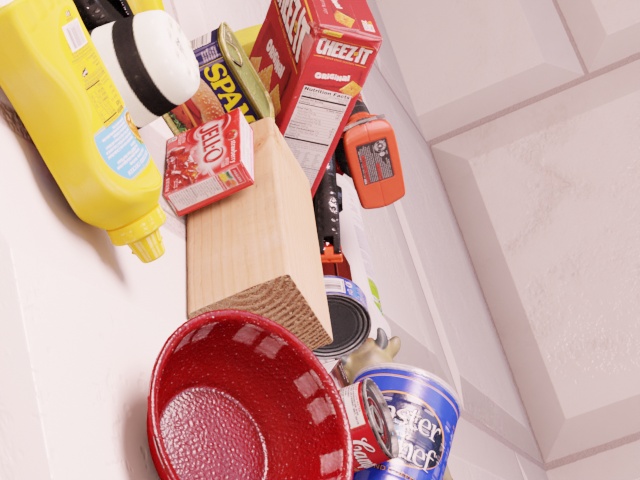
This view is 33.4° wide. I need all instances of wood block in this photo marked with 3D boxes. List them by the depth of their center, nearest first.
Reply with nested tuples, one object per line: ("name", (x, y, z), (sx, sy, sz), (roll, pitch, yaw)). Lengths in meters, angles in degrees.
("wood block", (-0.057, 0.001, 0.917), (0.206, 0.090, 0.090), (-99, 162, -47))

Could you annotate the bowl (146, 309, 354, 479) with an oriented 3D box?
("bowl", (-0.056, 0.129, 0.698), (0.161, 0.055, 0.162), (24, 50, -31))

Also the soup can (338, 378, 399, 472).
("soup can", (0.004, 0.161, 0.868), (0.068, 0.102, 0.068), (-22, 90, -77))

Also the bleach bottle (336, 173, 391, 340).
("bleach bottle", (0.037, 0.051, 1.289), (0.102, 0.068, 0.251), (39, 34, -65))

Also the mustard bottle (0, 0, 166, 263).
("mustard bottle", (-0.154, -0.070, 0.704), (0.096, 0.058, 0.191), (-80, 146, -69))

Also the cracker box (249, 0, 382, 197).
("cracker box", (-0.024, -0.160, 1.062), (0.072, 0.214, 0.164), (8, 39, -21))

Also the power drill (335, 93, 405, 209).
("power drill", (0.041, -0.115, 1.220), (0.188, 0.057, 0.184), (-115, -174, -54))

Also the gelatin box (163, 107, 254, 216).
("gelatin box", (-0.095, -0.069, 0.911), (0.089, 0.073, 0.030), (-96, 160, -51))

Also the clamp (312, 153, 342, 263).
("clamp", (0.005, -0.054, 1.116), (0.171, 0.039, 0.120), (-97, 178, -47))

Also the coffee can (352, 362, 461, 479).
("coffee can", (0.059, 0.193, 0.936), (0.102, 0.103, 0.140), (58, 40, -38))

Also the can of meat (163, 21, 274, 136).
("can of meat", (-0.101, -0.135, 0.972), (0.057, 0.084, 0.102), (-95, 159, -52))

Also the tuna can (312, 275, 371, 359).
("tuna can", (0.007, 0.076, 1.061), (0.034, 0.086, 0.086), (-98, 161, -53))
